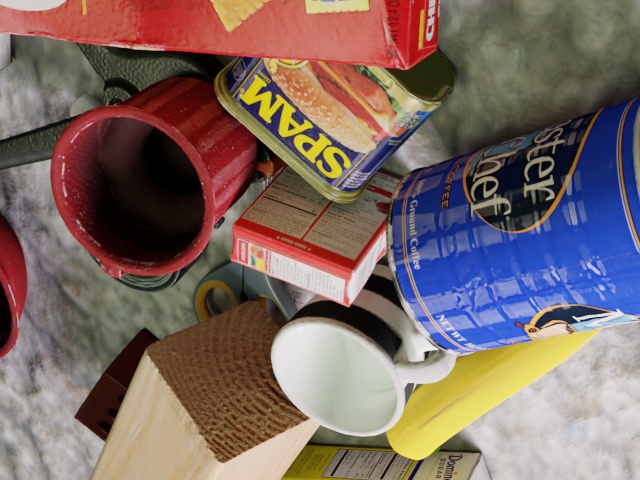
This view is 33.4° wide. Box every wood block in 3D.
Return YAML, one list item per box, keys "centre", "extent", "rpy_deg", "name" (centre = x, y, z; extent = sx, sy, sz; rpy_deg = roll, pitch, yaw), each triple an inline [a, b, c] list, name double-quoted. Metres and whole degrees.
- centre: [-0.084, 0.143, 0.724]
  extent: [0.090, 0.090, 0.206]
  rpy_deg: [52, 141, 19]
  name: "wood block"

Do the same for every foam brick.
- centre: [-0.141, 0.116, 0.809]
  extent: [0.053, 0.051, 0.078]
  rpy_deg: [38, 135, 0]
  name: "foam brick"

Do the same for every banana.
- centre: [0.091, 0.087, 0.637]
  extent: [0.037, 0.069, 0.198]
  rpy_deg: [57, 138, 14]
  name: "banana"

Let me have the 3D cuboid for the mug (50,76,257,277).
- centre: [-0.089, -0.030, 0.581]
  extent: [0.093, 0.081, 0.117]
  rpy_deg: [29, 120, 5]
  name: "mug"

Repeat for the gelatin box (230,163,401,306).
- centre: [0.003, -0.010, 0.595]
  extent: [0.073, 0.089, 0.030]
  rpy_deg: [21, 133, 17]
  name: "gelatin box"

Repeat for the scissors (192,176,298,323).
- centre: [-0.055, 0.001, 0.692]
  extent: [0.096, 0.016, 0.202]
  rpy_deg: [9, 122, 33]
  name: "scissors"

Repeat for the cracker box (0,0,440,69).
- centre: [-0.052, -0.168, 0.470]
  extent: [0.214, 0.072, 0.164]
  rpy_deg: [8, 110, 15]
  name: "cracker box"

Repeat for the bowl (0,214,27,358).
- centre: [-0.279, 0.013, 0.813]
  extent: [0.162, 0.055, 0.162]
  rpy_deg: [17, 131, 20]
  name: "bowl"

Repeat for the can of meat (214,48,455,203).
- centre: [0.008, -0.084, 0.560]
  extent: [0.102, 0.057, 0.084]
  rpy_deg: [42, 132, -3]
  name: "can of meat"

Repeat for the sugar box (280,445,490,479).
- centre: [0.042, 0.194, 0.760]
  extent: [0.176, 0.048, 0.093]
  rpy_deg: [-5, 118, 31]
  name: "sugar box"

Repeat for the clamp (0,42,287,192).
- centre: [-0.115, -0.093, 0.632]
  extent: [0.210, 0.036, 0.165]
  rpy_deg: [18, 118, 15]
  name: "clamp"

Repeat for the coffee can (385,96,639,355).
- centre: [0.118, -0.005, 0.519]
  extent: [0.141, 0.102, 0.103]
  rpy_deg: [-16, 114, 39]
  name: "coffee can"
